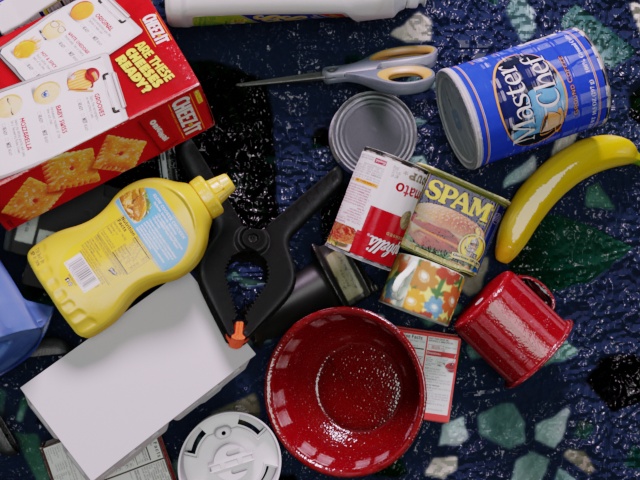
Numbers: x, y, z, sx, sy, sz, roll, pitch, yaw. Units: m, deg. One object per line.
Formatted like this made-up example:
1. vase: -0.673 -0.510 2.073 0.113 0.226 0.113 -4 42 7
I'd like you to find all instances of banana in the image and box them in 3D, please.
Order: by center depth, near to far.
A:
1. banana: 0.249 -0.054 1.086 0.197 0.037 0.069 -32 92 -6

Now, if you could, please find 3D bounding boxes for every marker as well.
1. marker: -0.154 -0.101 1.049 0.020 0.020 0.121 -7 90 -7

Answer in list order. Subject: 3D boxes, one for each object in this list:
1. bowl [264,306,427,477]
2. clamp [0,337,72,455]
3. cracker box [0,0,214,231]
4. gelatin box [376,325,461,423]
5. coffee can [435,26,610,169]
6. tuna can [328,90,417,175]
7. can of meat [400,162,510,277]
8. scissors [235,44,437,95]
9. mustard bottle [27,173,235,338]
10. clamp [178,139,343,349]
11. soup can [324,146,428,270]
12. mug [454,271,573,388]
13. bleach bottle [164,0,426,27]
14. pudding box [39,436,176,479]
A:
1. bowl: 0.030 0.145 1.033 0.162 0.055 0.162 -1 87 19
2. clamp: -0.335 0.128 1.016 0.171 0.039 0.120 18 79 -1
3. cracker box: -0.228 -0.129 0.983 0.213 0.072 0.164 -28 59 -6
4. gelatin box: 0.097 0.133 1.070 0.073 0.030 0.089 9 89 -5
5. coffee can: 0.197 -0.139 1.048 0.140 0.103 0.103 -19 92 -7
6. tuna can: 0.051 -0.104 1.065 0.086 0.034 0.086 0 89 -6
7. can of meat: 0.124 -0.019 1.062 0.102 0.057 0.084 23 90 -5
8. scissors: 0.024 -0.156 1.042 0.201 0.096 0.016 -14 124 -9
9. mustard bottle: -0.161 -0.001 0.970 0.191 0.058 0.096 -34 82 -6
10. clamp: -0.057 0.001 1.021 0.164 0.036 0.210 3 65 -8
11. soup can: 0.054 -0.030 1.015 0.068 0.068 0.102 21 92 -6
12. mug: 0.193 0.078 1.059 0.081 0.093 0.117 44 54 0
13. bleach bottle: -0.022 -0.240 1.023 0.250 0.102 0.068 -1 95 -6
14. pudding box: -0.203 0.220 1.031 0.113 0.039 0.090 -19 89 -9
